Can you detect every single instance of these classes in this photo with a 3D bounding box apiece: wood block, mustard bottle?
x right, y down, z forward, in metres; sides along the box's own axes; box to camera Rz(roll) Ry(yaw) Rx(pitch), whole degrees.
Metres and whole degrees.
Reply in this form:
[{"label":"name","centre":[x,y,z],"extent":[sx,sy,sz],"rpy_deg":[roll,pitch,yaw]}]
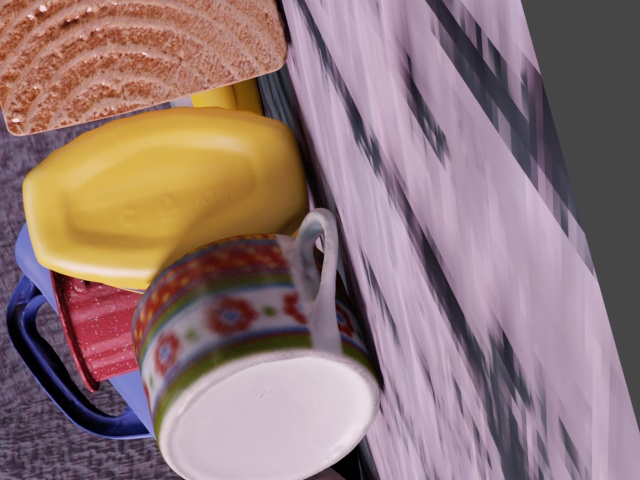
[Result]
[{"label":"wood block","centre":[-0.073,-0.100,0.416],"extent":[0.206,0.090,0.091],"rpy_deg":[-124,19,-79]},{"label":"mustard bottle","centre":[-0.054,-0.006,0.447],"extent":[0.191,0.096,0.058],"rpy_deg":[98,159,-84]}]

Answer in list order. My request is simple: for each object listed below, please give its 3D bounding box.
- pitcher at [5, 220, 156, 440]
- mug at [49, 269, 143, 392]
[{"label":"pitcher","centre":[-0.108,0.072,0.757],"extent":[0.243,0.144,0.149],"rpy_deg":[51,139,19]},{"label":"mug","centre":[-0.102,0.025,0.597],"extent":[0.117,0.081,0.093],"rpy_deg":[84,169,-62]}]
